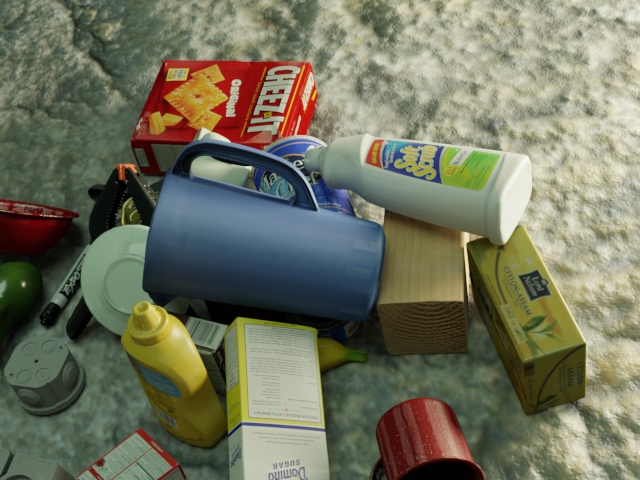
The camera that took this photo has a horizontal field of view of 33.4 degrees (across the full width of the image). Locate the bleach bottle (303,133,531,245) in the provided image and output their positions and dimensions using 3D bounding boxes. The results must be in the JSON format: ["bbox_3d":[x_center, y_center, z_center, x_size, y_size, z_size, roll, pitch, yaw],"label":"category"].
[{"bbox_3d":[0.093,-0.066,1.153,0.251,0.068,0.102,12,45,27],"label":"bleach bottle"}]

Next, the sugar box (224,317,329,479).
[{"bbox_3d":[-0.045,0.168,1.060,0.093,0.048,0.176,9,60,-23],"label":"sugar box"}]

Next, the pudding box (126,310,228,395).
[{"bbox_3d":[-0.144,0.119,1.150,0.114,0.090,0.039,13,54,23],"label":"pudding box"}]

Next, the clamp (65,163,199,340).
[{"bbox_3d":[-0.227,0.020,1.220,0.165,0.210,0.036,-8,3,12],"label":"clamp"}]

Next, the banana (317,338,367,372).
[{"bbox_3d":[-0.039,0.163,1.120,0.070,0.037,0.197,29,61,34],"label":"banana"}]

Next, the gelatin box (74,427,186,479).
[{"bbox_3d":[-0.194,0.243,1.084,0.089,0.030,0.073,-37,44,-23],"label":"gelatin box"}]

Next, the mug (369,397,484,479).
[{"bbox_3d":[0.091,0.212,1.019,0.117,0.093,0.081,-44,36,23],"label":"mug"}]

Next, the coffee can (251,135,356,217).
[{"bbox_3d":[-0.017,-0.041,1.255,0.103,0.103,0.140,-17,47,-3],"label":"coffee can"}]

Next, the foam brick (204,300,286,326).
[{"bbox_3d":[-0.083,0.071,1.204,0.078,0.051,0.053,15,54,26],"label":"foam brick"}]

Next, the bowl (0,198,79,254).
[{"bbox_3d":[-0.383,-0.017,1.322,0.162,0.162,0.055,11,95,22],"label":"bowl"}]

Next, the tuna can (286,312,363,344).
[{"bbox_3d":[0.004,0.077,1.189,0.086,0.034,0.086,-7,47,7],"label":"tuna can"}]

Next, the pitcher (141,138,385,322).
[{"bbox_3d":[-0.057,0.001,1.115,0.242,0.149,0.145,11,59,-3],"label":"pitcher"}]

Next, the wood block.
[{"bbox_3d":[0.117,0.016,1.179,0.090,0.091,0.206,-3,48,11],"label":"wood block"}]

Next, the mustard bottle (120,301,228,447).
[{"bbox_3d":[-0.153,0.127,1.074,0.096,0.191,0.058,30,61,34],"label":"mustard bottle"}]

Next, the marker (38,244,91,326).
[{"bbox_3d":[-0.306,0.055,1.295,0.020,0.020,0.121,10,52,22],"label":"marker"}]

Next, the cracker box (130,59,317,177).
[{"bbox_3d":[-0.126,-0.165,1.416,0.214,0.072,0.164,3,50,15],"label":"cracker box"}]
